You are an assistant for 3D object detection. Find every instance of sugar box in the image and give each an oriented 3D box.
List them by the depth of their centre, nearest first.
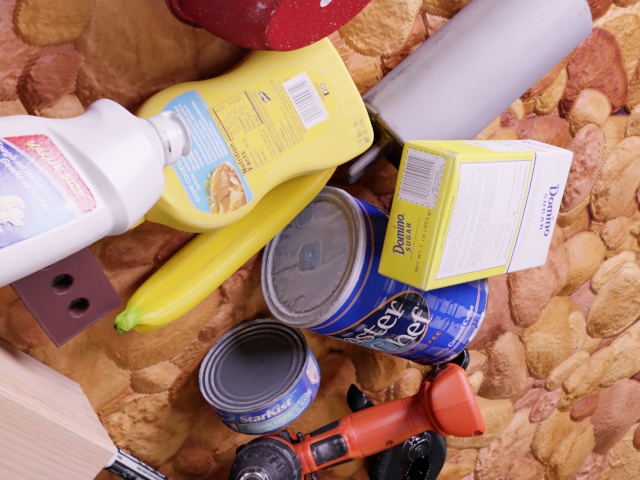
[{"bbox_3d":[0.112,-0.023,0.748,0.175,0.048,0.093,-8,113,-55],"label":"sugar box"}]

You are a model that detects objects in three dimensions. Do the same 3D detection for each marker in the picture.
[{"bbox_3d":[-0.134,0.184,0.825,0.020,0.020,0.121,-47,131,-1],"label":"marker"}]

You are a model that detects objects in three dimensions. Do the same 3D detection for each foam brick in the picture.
[{"bbox_3d":[-0.172,0.016,0.679,0.053,0.051,0.078,-35,130,-11],"label":"foam brick"}]

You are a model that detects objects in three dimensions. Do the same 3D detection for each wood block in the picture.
[{"bbox_3d":[-0.240,0.101,0.660,0.091,0.090,0.205,-49,131,1],"label":"wood block"}]

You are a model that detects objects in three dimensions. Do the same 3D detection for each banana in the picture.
[{"bbox_3d":[-0.064,0.005,0.735,0.197,0.070,0.037,-43,102,-19],"label":"banana"}]

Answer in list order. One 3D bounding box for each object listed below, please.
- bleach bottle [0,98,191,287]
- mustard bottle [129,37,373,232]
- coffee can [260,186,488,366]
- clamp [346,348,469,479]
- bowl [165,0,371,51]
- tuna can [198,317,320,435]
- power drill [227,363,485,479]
[{"bbox_3d":[-0.185,-0.025,0.575,0.250,0.068,0.102,-26,88,-31],"label":"bleach bottle"},{"bbox_3d":[-0.067,-0.060,0.688,0.191,0.058,0.096,-30,98,-15],"label":"mustard bottle"},{"bbox_3d":[0.041,0.029,0.791,0.140,0.103,0.103,21,104,-39],"label":"coffee can"},{"bbox_3d":[0.086,0.167,0.945,0.120,0.039,0.171,-22,130,-15],"label":"clamp"},{"bbox_3d":[-0.009,-0.161,0.623,0.162,0.055,0.162,-33,166,-9],"label":"bowl"},{"bbox_3d":[-0.044,0.101,0.789,0.086,0.086,0.033,-35,132,-11],"label":"tuna can"},{"bbox_3d":[0.025,0.147,0.794,0.187,0.184,0.057,-19,85,2],"label":"power drill"}]
